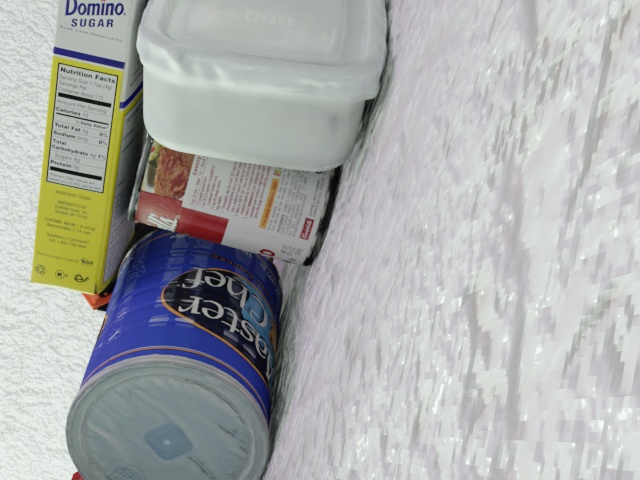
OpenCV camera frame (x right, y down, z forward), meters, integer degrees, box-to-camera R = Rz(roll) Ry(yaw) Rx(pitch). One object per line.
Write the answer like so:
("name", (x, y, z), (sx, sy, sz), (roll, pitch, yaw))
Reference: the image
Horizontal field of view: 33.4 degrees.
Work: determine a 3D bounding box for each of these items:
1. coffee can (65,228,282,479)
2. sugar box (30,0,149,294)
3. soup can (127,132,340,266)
("coffee can", (-0.075, 0.067, 0.592), (0.140, 0.102, 0.103), (-87, 14, -60))
("sugar box", (-0.120, -0.068, 0.582), (0.093, 0.048, 0.176), (-83, 3, -65))
("soup can", (-0.047, -0.030, 0.580), (0.068, 0.102, 0.068), (-165, 91, -83))
